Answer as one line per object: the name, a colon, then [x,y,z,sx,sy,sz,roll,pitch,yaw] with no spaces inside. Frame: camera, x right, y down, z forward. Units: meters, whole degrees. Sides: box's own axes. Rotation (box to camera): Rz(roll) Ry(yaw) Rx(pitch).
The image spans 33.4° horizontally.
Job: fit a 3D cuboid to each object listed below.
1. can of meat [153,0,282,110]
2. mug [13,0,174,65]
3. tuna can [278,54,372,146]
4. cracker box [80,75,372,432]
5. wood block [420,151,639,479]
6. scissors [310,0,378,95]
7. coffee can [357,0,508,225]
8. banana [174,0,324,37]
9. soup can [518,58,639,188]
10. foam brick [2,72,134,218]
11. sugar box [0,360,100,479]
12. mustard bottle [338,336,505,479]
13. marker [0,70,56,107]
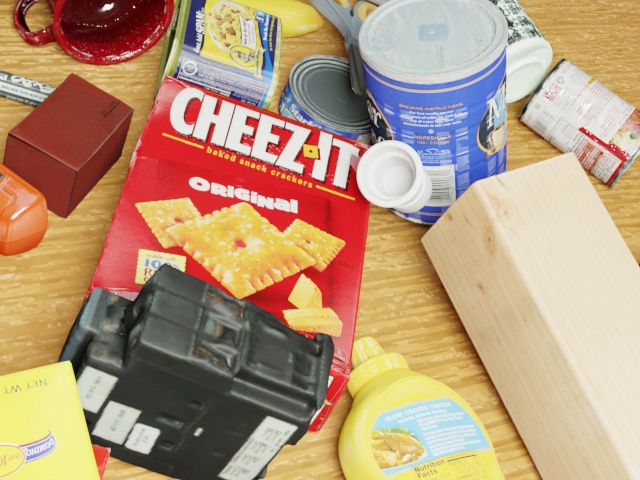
can of meat: [-0.077,-0.144,0.828,0.083,0.058,0.102,16,47,-15]
mug: [-0.178,-0.188,0.808,0.117,0.093,0.081,-30,56,0]
tuna can: [0.011,-0.107,0.851,0.086,0.034,0.086,13,47,-14]
cracker box: [-0.055,0.001,0.699,0.164,0.072,0.213,19,45,-10]
wood block: [0.162,0.059,0.701,0.090,0.090,0.206,-18,72,-27]
scissors: [0.016,-0.175,0.882,0.096,0.016,0.201,36,27,-2]
coffee can: [0.085,-0.095,0.778,0.103,0.140,0.103,-5,45,5]
banana: [-0.091,-0.205,0.888,0.197,0.037,0.069,19,45,-8]
soup can: [0.232,-0.102,0.925,0.102,0.069,0.068,38,46,11]
foam brick: [-0.170,-0.064,0.718,0.053,0.051,0.078,31,45,2]
sugar box: [-0.143,0.154,0.501,0.093,0.048,0.176,-13,72,-22]
mustard bottle: [0.064,0.140,0.640,0.096,0.058,0.192,-8,55,-29]
marker: [-0.204,-0.105,0.761,0.121,0.020,0.020,16,46,-11]
